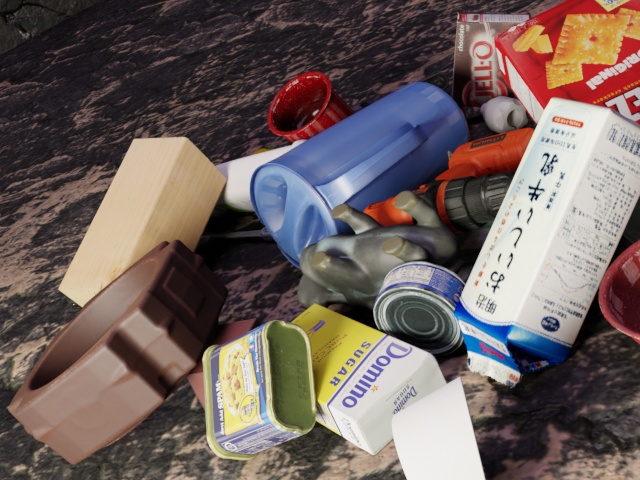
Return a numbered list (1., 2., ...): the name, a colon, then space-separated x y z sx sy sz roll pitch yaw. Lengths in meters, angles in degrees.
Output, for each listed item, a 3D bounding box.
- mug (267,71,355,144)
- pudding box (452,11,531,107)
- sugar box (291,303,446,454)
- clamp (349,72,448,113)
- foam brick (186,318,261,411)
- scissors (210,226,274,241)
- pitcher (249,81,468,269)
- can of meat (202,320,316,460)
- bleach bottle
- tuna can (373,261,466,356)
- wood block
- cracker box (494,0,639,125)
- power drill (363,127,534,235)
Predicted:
1. mug: -0.010 -0.149 1.310 0.093 0.081 0.117 -52 42 -3
2. pudding box: 0.204 -0.214 1.273 0.090 0.113 0.039 2 31 5
3. sugar box: 0.019 0.116 0.942 0.093 0.048 0.176 -38 28 -23
4. clamp: 0.062 -0.166 1.403 0.210 0.036 0.164 -15 13 40
5. foam brick: -0.083 0.120 1.016 0.051 0.053 0.078 -11 31 26
6. scissors: -0.058 0.002 1.247 0.202 0.016 0.096 -12 30 26
7. pitcher: 0.055 -0.080 1.159 0.149 0.145 0.242 28 50 36
8. can of meat: -0.051 0.126 0.908 0.084 0.057 0.102 -29 56 40
9. bleach bottle: -0.097 -0.067 1.316 0.251 0.102 0.068 -6 74 35
10. tuna can: 0.090 0.061 0.934 0.086 0.086 0.033 -8 35 32
11. wood block: -0.200 -0.010 1.228 0.091 0.090 0.206 2 59 36
12. cracker box: 0.297 -0.166 1.101 0.164 0.072 0.214 -25 49 2
13. power drill: 0.153 -0.056 1.056 0.185 0.057 0.187 -11 14 40
